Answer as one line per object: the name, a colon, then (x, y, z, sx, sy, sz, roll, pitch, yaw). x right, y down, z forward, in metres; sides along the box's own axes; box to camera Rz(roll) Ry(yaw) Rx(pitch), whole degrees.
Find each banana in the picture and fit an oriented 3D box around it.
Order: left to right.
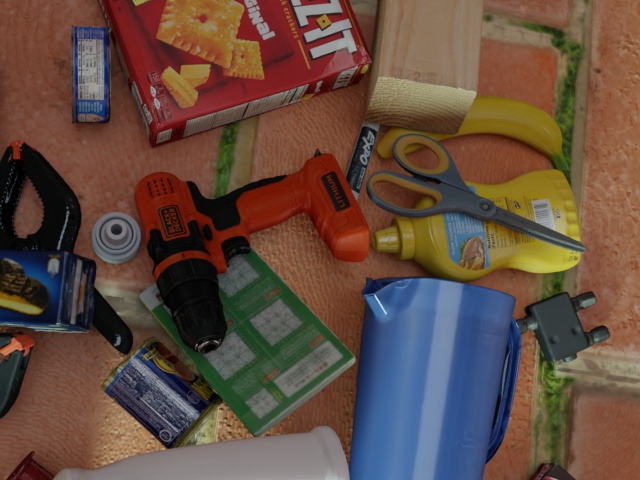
banana: (0.152, -0.106, 1.026, 0.197, 0.037, 0.069, 4, 79, -10)

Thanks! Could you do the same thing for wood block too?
wood block: (0.100, -0.214, 0.988, 0.090, 0.091, 0.206, 8, 69, -2)

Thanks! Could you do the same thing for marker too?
marker: (0.041, -0.088, 1.011, 0.020, 0.020, 0.121, 19, 78, -7)

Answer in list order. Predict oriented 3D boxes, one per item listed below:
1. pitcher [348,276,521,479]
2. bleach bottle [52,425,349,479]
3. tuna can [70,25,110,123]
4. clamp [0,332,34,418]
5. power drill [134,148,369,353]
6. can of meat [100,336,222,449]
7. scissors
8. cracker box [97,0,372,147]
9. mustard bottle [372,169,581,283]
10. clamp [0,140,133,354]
pitcher: (0.097, 0.156, 0.932, 0.149, 0.145, 0.243, 8, 82, 6)
bleach bottle: (-0.110, 0.199, 0.836, 0.250, 0.103, 0.068, 2, 39, -22)
tuna can: (-0.203, -0.146, 0.942, 0.033, 0.086, 0.086, -1, 80, -13)
clamp: (-0.314, 0.124, 0.878, 0.120, 0.039, 0.171, 44, 96, -4)
power drill: (-0.056, 0.001, 0.927, 0.187, 0.057, 0.184, -13, 56, -15)
can of meat: (-0.132, 0.129, 0.899, 0.084, 0.102, 0.057, 42, 88, 1)
scissors: (0.143, -0.046, 0.970, 0.201, 0.016, 0.096, 9, 61, 0)
cracker box: (-0.081, -0.198, 0.980, 0.213, 0.072, 0.164, -19, 85, -14)
mustard bottle: (0.142, -0.010, 0.997, 0.191, 0.058, 0.096, -7, 80, -12)
clamp: (-0.238, 0.015, 0.916, 0.165, 0.036, 0.210, -4, 77, 11)
